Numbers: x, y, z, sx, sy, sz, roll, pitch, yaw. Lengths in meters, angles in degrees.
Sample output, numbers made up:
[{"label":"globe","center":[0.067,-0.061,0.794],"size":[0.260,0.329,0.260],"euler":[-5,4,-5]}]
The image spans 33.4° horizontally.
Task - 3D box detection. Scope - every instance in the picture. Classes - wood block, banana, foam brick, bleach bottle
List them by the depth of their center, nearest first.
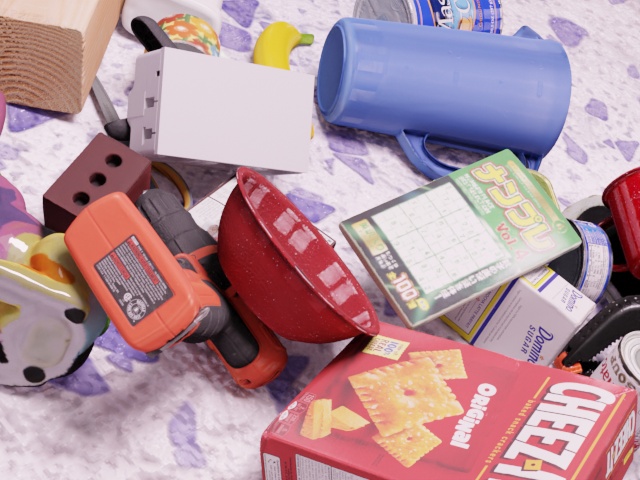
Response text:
[{"label":"foam brick","center":[-0.179,-0.036,0.855],"size":[0.053,0.051,0.078],"euler":[30,59,6]},{"label":"wood block","center":[-0.242,-0.219,0.995],"size":[0.090,0.091,0.206],"euler":[10,42,-4]},{"label":"banana","center":[-0.037,-0.175,1.102],"size":[0.069,0.037,0.197],"euler":[14,42,-12]},{"label":"bleach bottle","center":[-0.141,-0.294,1.157],"size":[0.102,0.068,0.250],"euler":[21,38,-11]}]

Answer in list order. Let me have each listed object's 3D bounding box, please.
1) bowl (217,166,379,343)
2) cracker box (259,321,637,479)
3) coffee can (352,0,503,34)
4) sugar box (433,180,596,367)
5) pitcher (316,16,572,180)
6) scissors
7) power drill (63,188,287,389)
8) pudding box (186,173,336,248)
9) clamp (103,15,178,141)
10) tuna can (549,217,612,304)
[{"label":"bowl","center":[-0.027,0.023,0.798],"size":[0.162,0.055,0.162],"euler":[48,10,-12]},{"label":"cracker box","center":[0.089,0.141,0.740],"size":[0.214,0.072,0.163],"euler":[12,32,30]},{"label":"coffee can","center":[0.121,-0.248,1.208],"size":[0.140,0.103,0.103],"euler":[-12,53,-36]},{"label":"sugar box","center":[0.139,0.038,0.924],"size":[0.176,0.093,0.048],"euler":[38,42,13]},{"label":"pitcher","center":[0.124,-0.148,1.099],"size":[0.242,0.145,0.149],"euler":[6,32,-16]},{"label":"scissors","center":[-0.190,-0.084,0.944],"size":[0.096,0.016,0.202],"euler":[-21,58,-40]},{"label":"power drill","center":[-0.106,0.022,0.767],"size":[0.184,0.057,0.187],"euler":[52,7,17]},{"label":"pudding box","center":[-0.056,0.001,0.905],"size":[0.113,0.039,0.089],"euler":[37,42,10]},{"label":"clamp","center":[-0.117,-0.114,0.970],"size":[0.171,0.039,0.120],"euler":[31,69,-25]},{"label":"tuna can","center":[0.233,0.023,0.992],"size":[0.033,0.086,0.086],"euler":[9,43,-21]}]
